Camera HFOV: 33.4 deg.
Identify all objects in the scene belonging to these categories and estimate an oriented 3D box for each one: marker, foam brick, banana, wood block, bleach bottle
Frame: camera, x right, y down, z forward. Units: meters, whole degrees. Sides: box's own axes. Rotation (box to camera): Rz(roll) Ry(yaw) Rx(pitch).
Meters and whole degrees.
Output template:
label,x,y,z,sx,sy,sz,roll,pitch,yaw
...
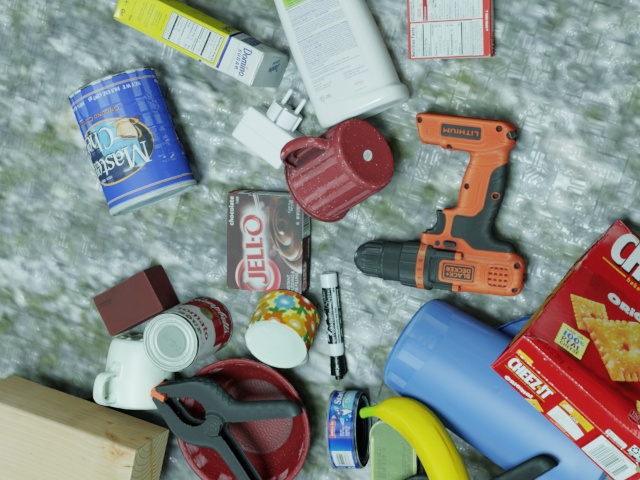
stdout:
label,x,y,z,sx,sy,sz,roll,pitch,yaw
marker,0.015,0.096,1.193,0.020,0.020,0.121,-5,96,17
foam brick,-0.214,0.070,1.243,0.078,0.051,0.053,-27,88,18
banana,0.109,0.221,1.041,0.198,0.037,0.070,57,131,36
wood block,-0.289,0.233,1.207,0.206,0.090,0.091,16,101,14
bleach bottle,0.005,-0.250,1.131,0.103,0.068,0.251,-20,89,18

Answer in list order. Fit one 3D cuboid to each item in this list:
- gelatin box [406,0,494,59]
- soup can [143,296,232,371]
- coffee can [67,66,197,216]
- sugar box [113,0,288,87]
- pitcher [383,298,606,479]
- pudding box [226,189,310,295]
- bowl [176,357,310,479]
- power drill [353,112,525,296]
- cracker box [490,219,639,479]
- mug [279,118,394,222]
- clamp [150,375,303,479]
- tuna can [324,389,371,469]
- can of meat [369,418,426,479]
label,x,y,z,sx,sy,sz,roll,pitch,yaw
gelatin box,0.135,-0.226,1.111,0.089,0.030,0.073,0,98,17
soup can,-0.149,0.105,1.200,0.069,0.102,0.068,2,97,17
coffee can,-0.209,-0.110,1.192,0.103,0.102,0.140,-20,90,18
sugar box,-0.127,-0.221,1.158,0.176,0.093,0.048,25,103,12
pitcher,0.196,0.154,1.093,0.243,0.149,0.145,31,125,16
pudding box,-0.058,0.001,1.193,0.090,0.039,0.113,4,98,16
bowl,-0.082,0.208,1.217,0.162,0.055,0.162,2,97,17
power drill,0.130,-0.039,1.124,0.184,0.057,0.188,7,101,16
cracker box,0.285,0.100,1.010,0.164,0.213,0.072,43,141,8
mug,0.013,-0.080,1.110,0.082,0.117,0.093,-30,47,44
clamp,-0.111,0.210,1.177,0.172,0.039,0.120,17,97,16
tuna can,0.032,0.207,1.167,0.034,0.086,0.086,-3,96,15
can of meat,0.088,0.230,1.154,0.057,0.083,0.102,1,97,17
